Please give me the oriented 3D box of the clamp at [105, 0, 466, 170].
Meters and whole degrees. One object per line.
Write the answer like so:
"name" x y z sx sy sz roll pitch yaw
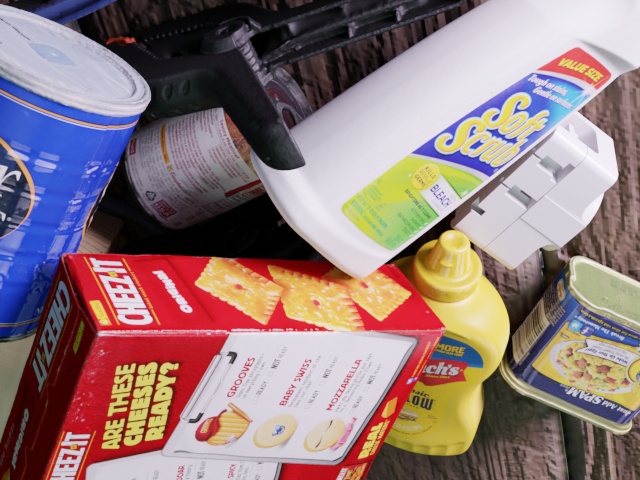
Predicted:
"clamp" -0.044 -0.090 0.559 0.210 0.164 0.036 3 129 35

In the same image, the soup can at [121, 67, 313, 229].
"soup can" -0.059 -0.054 0.637 0.102 0.068 0.068 -22 120 24

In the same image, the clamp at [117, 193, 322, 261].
"clamp" -0.054 0.001 0.668 0.171 0.120 0.039 -39 140 -3

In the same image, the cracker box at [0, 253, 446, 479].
"cracker box" -0.057 0.091 0.595 0.213 0.072 0.164 3 124 -35

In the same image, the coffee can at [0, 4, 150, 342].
"coffee can" -0.161 -0.034 0.541 0.102 0.103 0.140 25 109 -10

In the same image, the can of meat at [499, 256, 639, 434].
"can of meat" 0.182 0.068 0.698 0.102 0.057 0.084 24 124 -10

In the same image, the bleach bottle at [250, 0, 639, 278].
"bleach bottle" 0.090 -0.084 0.559 0.251 0.068 0.102 -37 145 10

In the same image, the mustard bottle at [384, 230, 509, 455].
"mustard bottle" 0.070 0.063 0.689 0.096 0.058 0.192 21 139 12
